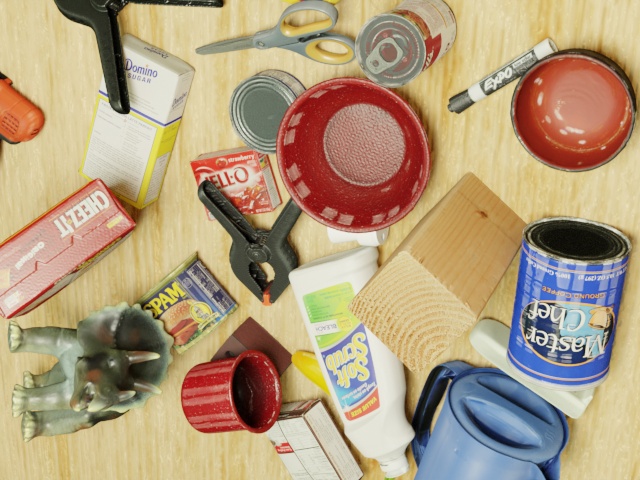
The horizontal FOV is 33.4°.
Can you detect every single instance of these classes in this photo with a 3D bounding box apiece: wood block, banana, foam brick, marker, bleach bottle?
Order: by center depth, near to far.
[{"bbox_3d":[0.119,0.025,1.021,0.091,0.205,0.090,43,123,2],"label":"wood block"},{"bbox_3d":[0.172,-0.155,1.025,0.121,0.020,0.020,-30,98,33],"label":"marker"},{"bbox_3d":[0.051,0.137,1.167,0.103,0.068,0.251,-16,96,31],"label":"bleach bottle"},{"bbox_3d":[0.043,0.201,1.239,0.070,0.037,0.198,-32,96,33],"label":"banana"},{"bbox_3d":[-0.080,0.140,1.262,0.078,0.051,0.053,42,123,3],"label":"foam brick"}]

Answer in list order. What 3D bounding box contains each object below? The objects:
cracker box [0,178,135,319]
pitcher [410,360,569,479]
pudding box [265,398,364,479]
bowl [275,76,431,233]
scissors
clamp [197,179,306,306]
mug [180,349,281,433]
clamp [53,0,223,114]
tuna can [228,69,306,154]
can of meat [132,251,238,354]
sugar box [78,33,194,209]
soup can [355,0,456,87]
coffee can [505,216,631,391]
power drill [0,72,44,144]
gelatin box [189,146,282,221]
[{"bbox_3d":[-0.291,0.010,1.179,0.164,0.214,0.072,-38,94,-10],"label":"cracker box"},{"bbox_3d":[0.158,0.260,1.168,0.145,0.149,0.243,19,124,0],"label":"pitcher"},{"bbox_3d":[-0.011,0.247,1.273,0.090,0.039,0.113,-19,106,48],"label":"pudding box"},{"bbox_3d":[0.038,-0.091,1.090,0.162,0.055,0.162,6,110,16],"label":"bowl"},{"bbox_3d":[-0.041,-0.198,1.104,0.096,0.016,0.202,34,153,-29],"label":"scissors"},{"bbox_3d":[-0.058,0.001,1.175,0.120,0.039,0.171,2,134,25],"label":"clamp"},{"bbox_3d":[-0.096,0.180,1.212,0.082,0.093,0.117,-13,142,34],"label":"mug"},{"bbox_3d":[-0.227,-0.246,1.138,0.210,0.036,0.164,37,94,13],"label":"clamp"},{"bbox_3d":[-0.052,-0.137,1.133,0.086,0.033,0.086,10,116,21],"label":"tuna can"},{"bbox_3d":[-0.159,0.076,1.269,0.102,0.057,0.084,-37,97,34],"label":"can of meat"},{"bbox_3d":[-0.209,-0.133,1.204,0.093,0.048,0.176,29,118,12],"label":"sugar box"},{"bbox_3d":[0.082,-0.190,1.003,0.069,0.102,0.068,10,116,21],"label":"soup can"},{"bbox_3d":[0.240,0.061,1.041,0.103,0.102,0.140,12,117,20],"label":"coffee can"},{"bbox_3d":[-0.442,-0.138,1.306,0.184,0.057,0.188,38,123,5],"label":"power drill"},{"bbox_3d":[-0.095,-0.064,1.189,0.089,0.030,0.073,-7,109,28],"label":"gelatin box"}]
